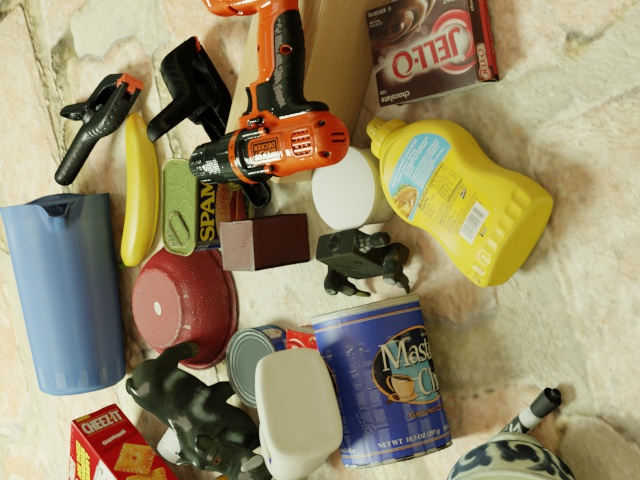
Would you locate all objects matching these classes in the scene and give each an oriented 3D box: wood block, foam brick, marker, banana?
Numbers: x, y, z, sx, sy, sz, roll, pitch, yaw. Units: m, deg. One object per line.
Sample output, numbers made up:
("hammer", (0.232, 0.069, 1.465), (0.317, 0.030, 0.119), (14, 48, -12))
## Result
("wood block", (-0.013, -0.168, 1.016), (0.090, 0.090, 0.206), (32, 117, 36))
("foam brick", (-0.057, 0.001, 1.090), (0.053, 0.078, 0.051), (0, 96, 45))
("marker", (0.169, 0.167, 0.927), (0.020, 0.020, 0.121), (55, 129, 25))
("banana", (-0.220, -0.050, 1.273), (0.070, 0.037, 0.198), (22, 110, 41))

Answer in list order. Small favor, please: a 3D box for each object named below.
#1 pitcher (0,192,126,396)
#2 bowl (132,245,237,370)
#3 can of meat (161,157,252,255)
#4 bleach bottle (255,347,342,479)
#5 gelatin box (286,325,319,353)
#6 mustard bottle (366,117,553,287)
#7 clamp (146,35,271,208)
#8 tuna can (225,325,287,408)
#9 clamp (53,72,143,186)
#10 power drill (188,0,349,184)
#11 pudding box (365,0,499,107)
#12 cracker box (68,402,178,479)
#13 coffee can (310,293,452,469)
("pitcher", (-0.312, 0.062, 1.328), (0.145, 0.149, 0.243), (-5, 95, 30))
("bowl", (-0.167, 0.074, 1.224), (0.162, 0.055, 0.162), (7, 100, 44))
("can of meat", (-0.120, -0.039, 1.143), (0.058, 0.083, 0.102), (10, 102, 43))
("bleach bottle", (-0.027, 0.188, 1.019), (0.251, 0.068, 0.102), (98, 161, -65))
("gelatin box", (0.003, 0.129, 1.079), (0.089, 0.030, 0.073), (7, 100, 44))
("mustard bottle", (0.107, -0.051, 0.934), (0.192, 0.058, 0.096), (43, 122, 32))
("clamp", (-0.130, -0.141, 1.104), (0.036, 0.164, 0.210), (-35, 53, 22))
("tuna can", (-0.061, 0.134, 1.141), (0.086, 0.033, 0.086), (7, 100, 44))
("clamp", (-0.275, -0.141, 1.298), (0.172, 0.039, 0.120), (-27, 57, 45))
("power drill", (-0.060, -0.146, 0.962), (0.185, 0.057, 0.187), (-6, 94, 40))
("pudding box", (0.097, -0.172, 0.942), (0.114, 0.039, 0.090), (-9, 89, 45))
("cracker box", (-0.221, 0.326, 1.281), (0.214, 0.071, 0.164), (42, 136, 33))
("coffee can", (0.055, 0.128, 0.976), (0.103, 0.102, 0.140), (-18, 83, 44))
